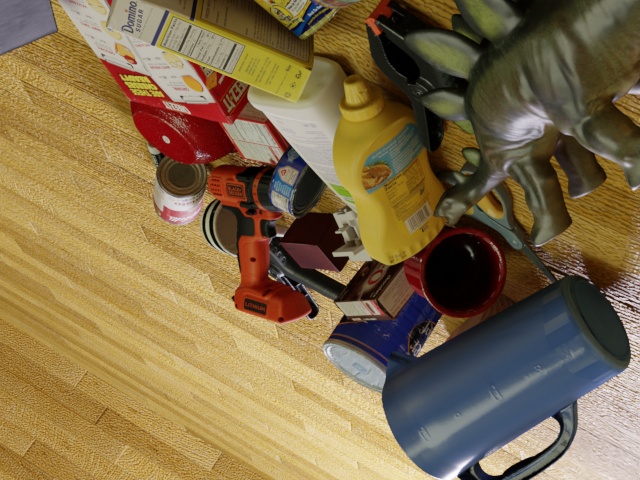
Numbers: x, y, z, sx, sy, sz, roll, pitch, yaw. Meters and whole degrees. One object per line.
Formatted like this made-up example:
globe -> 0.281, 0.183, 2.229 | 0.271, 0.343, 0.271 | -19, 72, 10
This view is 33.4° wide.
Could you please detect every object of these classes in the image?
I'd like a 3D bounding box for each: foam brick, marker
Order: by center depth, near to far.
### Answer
foam brick -> -0.001, 0.001, 1.320 | 0.078, 0.051, 0.053 | 6, 144, 50
marker -> -0.217, -0.101, 1.460 | 0.020, 0.020, 0.121 | 28, 157, 17

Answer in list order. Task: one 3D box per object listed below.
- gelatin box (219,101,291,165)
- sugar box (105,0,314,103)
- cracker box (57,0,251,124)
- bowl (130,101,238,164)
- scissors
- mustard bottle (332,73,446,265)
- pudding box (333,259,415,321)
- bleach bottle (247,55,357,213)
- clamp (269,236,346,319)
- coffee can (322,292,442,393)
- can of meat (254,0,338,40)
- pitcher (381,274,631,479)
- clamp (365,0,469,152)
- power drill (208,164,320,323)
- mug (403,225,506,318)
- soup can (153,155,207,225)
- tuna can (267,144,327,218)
gelatin box -> -0.066, -0.120, 1.191 | 0.089, 0.030, 0.073 | 14, 149, 41
sugar box -> -0.092, -0.188, 0.926 | 0.176, 0.093, 0.048 | 18, 126, -14
cracker box -> -0.174, -0.224, 1.076 | 0.164, 0.072, 0.213 | 18, 154, 37
bowl -> -0.169, -0.140, 1.264 | 0.162, 0.055, 0.162 | 29, 158, 13
scissors -> 0.180, -0.010, 1.082 | 0.096, 0.016, 0.201 | 13, 150, 46
mustard bottle -> 0.060, -0.074, 1.006 | 0.058, 0.096, 0.191 | 29, 151, 46
pudding box -> 0.078, 0.039, 1.201 | 0.039, 0.113, 0.090 | 45, 156, -18
bleach bottle -> 0.031, -0.080, 1.092 | 0.103, 0.068, 0.250 | 16, 154, 42
clamp -> -0.056, 0.038, 1.493 | 0.210, 0.036, 0.165 | 38, 158, -2
coffee can -> 0.082, 0.098, 1.280 | 0.103, 0.140, 0.103 | 30, 158, 13
can of meat -> -0.020, -0.220, 0.880 | 0.084, 0.057, 0.102 | 38, 159, -14
pitcher -> 0.197, 0.147, 1.098 | 0.149, 0.145, 0.243 | 31, 127, -34
clamp -> 0.091, -0.134, 0.924 | 0.171, 0.039, 0.120 | 47, 151, -20
power drill -> -0.058, 0.002, 1.287 | 0.185, 0.057, 0.188 | 13, 114, 49
mug -> 0.125, 0.024, 1.109 | 0.117, 0.093, 0.081 | 20, -178, -14
soup can -> -0.187, -0.070, 1.418 | 0.068, 0.068, 0.102 | 34, 158, 2
tuna can -> -0.020, -0.069, 1.153 | 0.034, 0.086, 0.086 | 29, 158, 18
